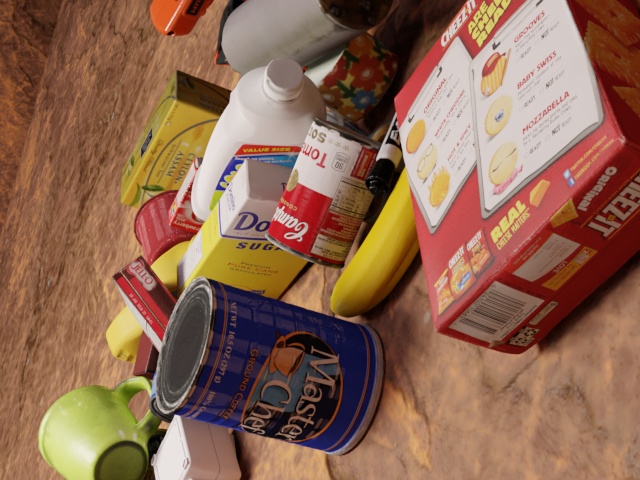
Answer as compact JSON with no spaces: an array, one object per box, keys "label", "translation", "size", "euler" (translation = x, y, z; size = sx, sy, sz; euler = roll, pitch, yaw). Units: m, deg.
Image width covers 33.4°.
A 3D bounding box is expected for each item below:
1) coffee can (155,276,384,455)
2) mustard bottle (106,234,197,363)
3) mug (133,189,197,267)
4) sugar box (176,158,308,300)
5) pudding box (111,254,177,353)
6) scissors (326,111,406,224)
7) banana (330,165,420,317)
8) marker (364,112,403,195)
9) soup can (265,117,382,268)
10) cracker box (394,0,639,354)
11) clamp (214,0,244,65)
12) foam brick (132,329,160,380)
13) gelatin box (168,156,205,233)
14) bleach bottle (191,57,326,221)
[{"label":"coffee can","translation":[-0.038,0.095,0.794],"size":[0.103,0.140,0.103],"euler":[-47,33,44]},{"label":"mustard bottle","translation":[-0.148,0.055,1.124],"size":[0.192,0.096,0.058],"euler":[-52,51,37]},{"label":"mug","translation":[-0.158,0.013,1.203],"size":[0.081,0.093,0.117],"euler":[-115,17,-52]},{"label":"sugar box","translation":[-0.056,0.001,0.948],"size":[0.176,0.093,0.048],"euler":[130,142,-50]},{"label":"pudding box","translation":[-0.151,0.071,1.009],"size":[0.039,0.090,0.113],"euler":[-35,-12,-14]},{"label":"scissors","translation":[0.030,-0.066,0.917],"size":[0.202,0.016,0.096],"euler":[16,88,67]},{"label":"banana","translation":[0.051,-0.006,0.799],"size":[0.198,0.037,0.069],"euler":[-58,27,30]},{"label":"marker","translation":[0.059,-0.079,0.811],"size":[0.020,0.020,0.121],"euler":[-42,19,50]},{"label":"soup can","translation":[0.007,-0.037,0.840],"size":[0.102,0.068,0.069],"euler":[-67,23,10]},{"label":"cracker box","translation":[0.125,-0.064,0.635],"size":[0.164,0.072,0.213],"euler":[-52,29,37]},{"label":"clamp","translation":[-0.097,-0.281,1.295],"size":[0.172,0.039,0.120],"euler":[133,143,-59]},{"label":"foam brick","translation":[-0.146,0.120,1.094],"size":[0.053,0.078,0.051],"euler":[-21,56,62]},{"label":"gelatin box","translation":[-0.102,-0.038,1.097],"size":[0.073,0.089,0.030],"euler":[-59,27,29]},{"label":"bleach bottle","translation":[-0.055,-0.084,0.926],"size":[0.251,0.102,0.068],"euler":[114,166,-67]}]
